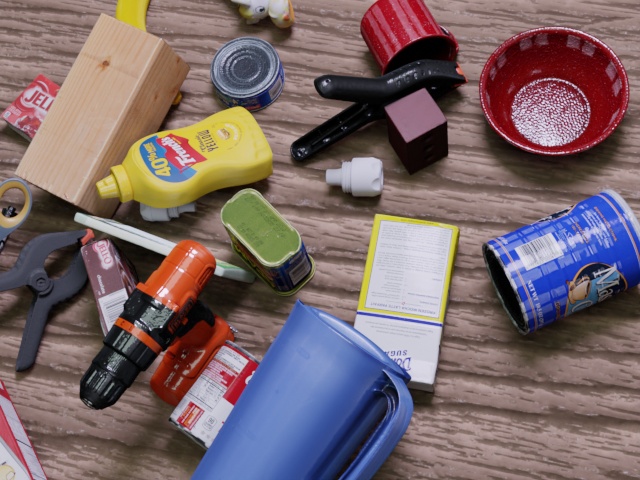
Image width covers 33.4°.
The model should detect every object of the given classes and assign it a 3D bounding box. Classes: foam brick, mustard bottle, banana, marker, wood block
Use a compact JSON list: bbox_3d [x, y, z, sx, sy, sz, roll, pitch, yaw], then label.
[{"bbox_3d":[0.107,-0.120,1.179,0.053,0.078,0.051,-28,65,-4],"label":"foam brick"},{"bbox_3d":[-0.156,-0.084,1.187,0.191,0.058,0.096,-20,55,-17],"label":"mustard bottle"},{"bbox_3d":[-0.214,-0.248,1.301,0.069,0.037,0.198,-12,67,4],"label":"banana"},{"bbox_3d":[-0.379,0.015,1.226,0.020,0.020,0.121,15,71,14],"label":"marker"},{"bbox_3d":[-0.245,-0.137,1.211,0.091,0.090,0.206,26,85,18],"label":"wood block"}]

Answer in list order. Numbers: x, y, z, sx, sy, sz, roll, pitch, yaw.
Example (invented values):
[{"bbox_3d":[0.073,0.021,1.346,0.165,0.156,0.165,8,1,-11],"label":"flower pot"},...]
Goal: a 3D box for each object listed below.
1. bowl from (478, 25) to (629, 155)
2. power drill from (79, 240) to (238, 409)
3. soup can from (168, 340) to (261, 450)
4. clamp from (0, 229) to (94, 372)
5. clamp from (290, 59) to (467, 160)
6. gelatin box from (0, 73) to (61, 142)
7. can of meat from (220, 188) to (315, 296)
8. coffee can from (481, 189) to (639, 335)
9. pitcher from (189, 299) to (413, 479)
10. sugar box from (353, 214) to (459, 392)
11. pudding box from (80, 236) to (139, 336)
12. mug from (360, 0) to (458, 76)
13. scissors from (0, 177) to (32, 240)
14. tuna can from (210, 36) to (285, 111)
[{"bbox_3d":[0.256,-0.155,1.183,0.162,0.055,0.162,-3,67,7],"label":"bowl"},{"bbox_3d":[-0.155,0.107,1.064,0.057,0.187,0.184,32,74,17],"label":"power drill"},{"bbox_3d":[-0.100,0.163,1.098,0.068,0.068,0.102,32,76,19],"label":"soup can"},{"bbox_3d":[-0.310,0.058,1.177,0.171,0.039,0.120,-37,112,-20],"label":"clamp"},{"bbox_3d":[0.064,-0.153,1.189,0.209,0.165,0.036,-18,74,-24],"label":"clamp"},{"bbox_3d":[-0.327,-0.149,1.280,0.089,0.030,0.073,35,77,19],"label":"gelatin box"},{"bbox_3d":[-0.057,0.002,1.149,0.057,0.084,0.102,-42,69,-10],"label":"can of meat"},{"bbox_3d":[0.250,0.022,1.085,0.140,0.103,0.103,-24,66,-2],"label":"coffee can"},{"bbox_3d":[-0.025,0.192,1.015,0.145,0.149,0.243,34,91,0],"label":"pitcher"},{"bbox_3d":[0.088,0.065,1.124,0.093,0.048,0.176,8,73,12],"label":"sugar box"},{"bbox_3d":[-0.213,0.063,1.144,0.039,0.090,0.113,-20,67,1],"label":"pudding box"},{"bbox_3d":[0.107,-0.231,1.226,0.117,0.093,0.081,-8,57,-29],"label":"mug"},{"bbox_3d":[-0.356,0.015,1.177,0.096,0.016,0.202,-12,109,-16],"label":"scissors"},{"bbox_3d":[-0.087,-0.197,1.263,0.086,0.033,0.086,-3,67,7],"label":"tuna can"}]
